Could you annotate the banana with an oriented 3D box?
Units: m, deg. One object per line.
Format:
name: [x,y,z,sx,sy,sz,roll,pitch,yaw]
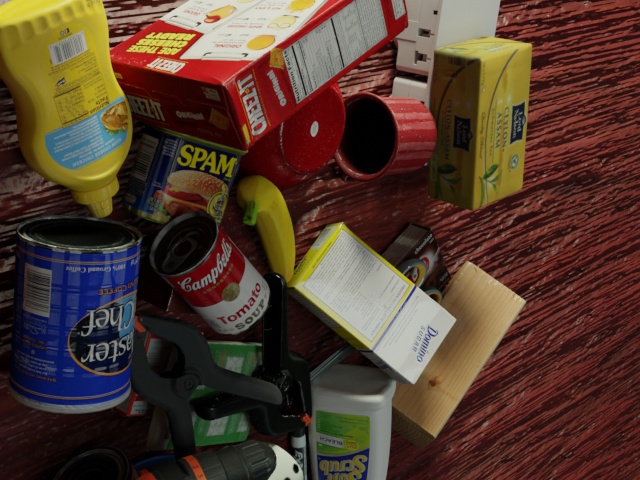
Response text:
banana: [-0.055,-0.017,1.049,0.197,0.037,0.069,62,36,-68]

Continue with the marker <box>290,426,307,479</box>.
marker: [-0.025,0.251,1.235,0.020,0.020,0.121,-23,122,-41]

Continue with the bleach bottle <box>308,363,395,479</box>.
bleach bottle: [0.040,0.267,1.251,0.068,0.103,0.251,-53,144,-57]

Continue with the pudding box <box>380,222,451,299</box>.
pudding box: [0.100,0.048,1.275,0.113,0.039,0.090,-48,136,-23]

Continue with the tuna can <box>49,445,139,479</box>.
tuna can: [-0.207,0.229,0.974,0.086,0.086,0.033,-44,132,-27]

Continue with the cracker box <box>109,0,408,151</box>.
cracker box: [-0.053,-0.169,0.918,0.213,0.164,0.072,-41,130,-30]

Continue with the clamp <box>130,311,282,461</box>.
clamp: [-0.114,0.125,0.976,0.120,0.039,0.171,-36,110,-22]

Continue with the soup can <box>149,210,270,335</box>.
soup can: [-0.096,0.031,0.946,0.068,0.069,0.102,-54,137,-17]

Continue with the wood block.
wood block: [0.151,0.139,1.306,0.206,0.091,0.090,-52,174,-20]

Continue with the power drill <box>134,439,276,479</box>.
power drill: [-0.115,0.282,0.959,0.184,0.057,0.188,-16,110,-23]

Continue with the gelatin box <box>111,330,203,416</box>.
gelatin box: [-0.158,0.124,1.027,0.073,0.030,0.089,9,99,-52]

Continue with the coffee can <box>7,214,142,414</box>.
coffee can: [-0.205,0.059,0.891,0.102,0.103,0.140,-9,112,-46]

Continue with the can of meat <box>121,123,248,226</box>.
can of meat: [-0.125,-0.058,0.969,0.101,0.058,0.084,12,99,-49]

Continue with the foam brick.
foam brick: [-0.126,0.038,1.009,0.078,0.053,0.051,9,98,-48]

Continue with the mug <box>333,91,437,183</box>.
mug: [0.064,-0.103,1.142,0.081,0.093,0.117,-9,145,-48]

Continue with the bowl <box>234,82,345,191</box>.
bowl: [-0.026,-0.117,1.054,0.161,0.055,0.162,-22,122,-41]

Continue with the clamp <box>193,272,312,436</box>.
clamp: [-0.049,0.138,1.120,0.164,0.036,0.209,-64,150,-16]

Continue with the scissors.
scissors: [0.059,0.085,1.214,0.201,0.016,0.096,-22,123,-29]

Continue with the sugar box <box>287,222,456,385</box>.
sugar box: [0.054,0.070,1.166,0.176,0.048,0.093,41,73,-16]

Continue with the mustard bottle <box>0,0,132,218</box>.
mustard bottle: [-0.201,-0.103,0.862,0.096,0.058,0.191,-36,129,-35]
